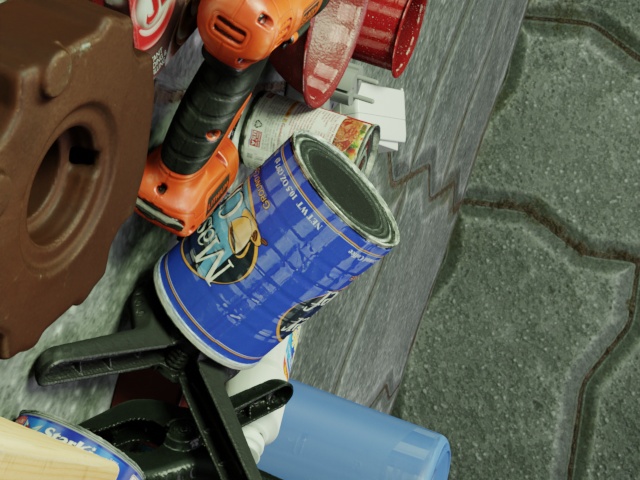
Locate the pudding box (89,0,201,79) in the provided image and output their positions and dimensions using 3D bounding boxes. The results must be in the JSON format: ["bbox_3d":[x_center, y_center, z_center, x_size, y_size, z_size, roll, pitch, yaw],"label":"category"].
[{"bbox_3d":[-0.088,-0.151,0.581,0.090,0.039,0.113,94,19,-50],"label":"pudding box"}]

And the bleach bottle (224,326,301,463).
[{"bbox_3d":[-0.049,0.090,0.908,0.250,0.068,0.103,-81,178,-50],"label":"bleach bottle"}]

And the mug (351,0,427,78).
[{"bbox_3d":[0.049,-0.208,1.000,0.117,0.081,0.093,-29,137,-72],"label":"mug"}]

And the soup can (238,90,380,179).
[{"bbox_3d":[-0.009,-0.079,0.891,0.068,0.102,0.068,19,90,-78],"label":"soup can"}]

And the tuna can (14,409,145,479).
[{"bbox_3d":[-0.150,0.137,0.638,0.086,0.086,0.033,88,26,-59],"label":"tuna can"}]

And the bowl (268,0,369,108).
[{"bbox_3d":[-0.006,-0.189,0.847,0.162,0.055,0.162,19,90,-78],"label":"bowl"}]

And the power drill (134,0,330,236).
[{"bbox_3d":[-0.050,-0.106,0.664,0.188,0.057,0.184,-59,177,34],"label":"power drill"}]

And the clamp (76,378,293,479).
[{"bbox_3d":[-0.088,0.148,0.733,0.120,0.171,0.039,-119,-154,-55],"label":"clamp"}]

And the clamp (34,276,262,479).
[{"bbox_3d":[-0.090,0.086,0.735,0.036,0.164,0.209,-47,-172,24],"label":"clamp"}]

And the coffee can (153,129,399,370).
[{"bbox_3d":[-0.031,0.007,0.734,0.140,0.103,0.102,-41,178,20],"label":"coffee can"}]

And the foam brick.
[{"bbox_3d":[-0.121,0.110,0.810,0.053,0.051,0.078,-21,129,-75],"label":"foam brick"}]

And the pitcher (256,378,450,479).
[{"bbox_3d":[-0.017,0.201,0.946,0.144,0.243,0.149,-42,143,-60],"label":"pitcher"}]
